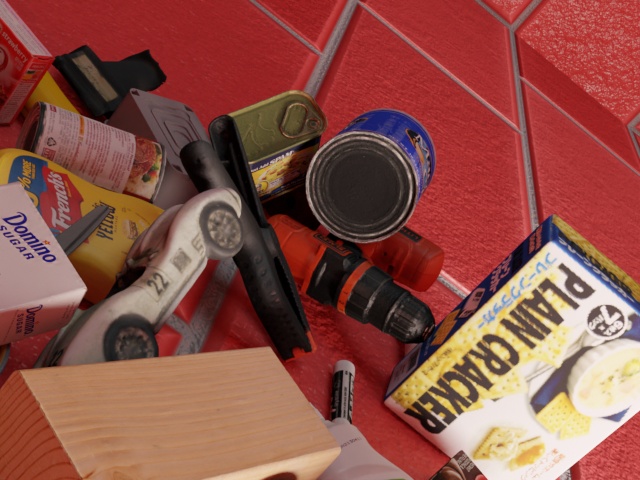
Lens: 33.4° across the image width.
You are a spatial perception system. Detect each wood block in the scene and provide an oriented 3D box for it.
[{"bbox_3d":[-0.095,0.128,0.624,0.205,0.090,0.091,2,46,-54],"label":"wood block"}]

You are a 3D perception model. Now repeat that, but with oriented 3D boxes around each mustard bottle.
[{"bbox_3d":[-0.194,-0.014,0.753,0.191,0.058,0.096,25,42,-30],"label":"mustard bottle"}]

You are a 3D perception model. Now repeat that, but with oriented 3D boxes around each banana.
[{"bbox_3d":[-0.225,-0.115,0.904,0.069,0.037,0.198,3,44,-53],"label":"banana"}]

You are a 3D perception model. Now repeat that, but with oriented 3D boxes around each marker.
[{"bbox_3d":[0.017,0.138,0.858,0.020,0.020,0.121,35,25,-15],"label":"marker"}]

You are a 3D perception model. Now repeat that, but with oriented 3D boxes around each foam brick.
[{"bbox_3d":[-0.028,-0.052,1.069,0.051,0.053,0.078,3,44,-54],"label":"foam brick"}]

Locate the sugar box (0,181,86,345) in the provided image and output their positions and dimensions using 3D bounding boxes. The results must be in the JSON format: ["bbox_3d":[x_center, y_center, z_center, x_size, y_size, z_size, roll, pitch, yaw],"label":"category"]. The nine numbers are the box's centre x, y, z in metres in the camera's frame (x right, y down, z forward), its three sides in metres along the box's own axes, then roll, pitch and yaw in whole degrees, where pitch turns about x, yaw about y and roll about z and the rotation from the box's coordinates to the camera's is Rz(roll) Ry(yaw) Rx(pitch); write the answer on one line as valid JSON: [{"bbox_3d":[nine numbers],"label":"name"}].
[{"bbox_3d":[-0.232,0.025,0.601,0.175,0.048,0.093,-13,58,-45],"label":"sugar box"}]

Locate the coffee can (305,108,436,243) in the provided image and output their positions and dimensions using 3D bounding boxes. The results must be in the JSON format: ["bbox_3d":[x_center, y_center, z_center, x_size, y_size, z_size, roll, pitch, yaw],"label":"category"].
[{"bbox_3d":[0.051,-0.064,1.010,0.103,0.103,0.140,41,20,0],"label":"coffee can"}]

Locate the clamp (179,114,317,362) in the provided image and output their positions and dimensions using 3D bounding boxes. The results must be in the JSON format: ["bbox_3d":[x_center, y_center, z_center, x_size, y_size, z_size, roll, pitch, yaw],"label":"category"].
[{"bbox_3d":[-0.056,0.001,0.845,0.164,0.036,0.210,-52,122,-80],"label":"clamp"}]

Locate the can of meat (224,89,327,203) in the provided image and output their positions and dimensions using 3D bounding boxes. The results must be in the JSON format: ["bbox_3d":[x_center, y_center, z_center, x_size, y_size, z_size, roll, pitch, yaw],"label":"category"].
[{"bbox_3d":[-0.049,-0.082,0.992,0.102,0.084,0.057,-24,64,-21],"label":"can of meat"}]

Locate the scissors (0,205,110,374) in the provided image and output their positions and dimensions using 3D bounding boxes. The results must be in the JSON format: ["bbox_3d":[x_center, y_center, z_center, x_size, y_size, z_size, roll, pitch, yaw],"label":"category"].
[{"bbox_3d":[-0.209,0.021,0.668,0.096,0.016,0.201,28,42,-9],"label":"scissors"}]

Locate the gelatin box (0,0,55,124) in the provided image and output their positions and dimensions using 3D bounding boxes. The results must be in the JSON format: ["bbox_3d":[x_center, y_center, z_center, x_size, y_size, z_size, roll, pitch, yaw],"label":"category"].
[{"bbox_3d":[-0.265,-0.149,0.858,0.089,0.073,0.030,49,25,16],"label":"gelatin box"}]

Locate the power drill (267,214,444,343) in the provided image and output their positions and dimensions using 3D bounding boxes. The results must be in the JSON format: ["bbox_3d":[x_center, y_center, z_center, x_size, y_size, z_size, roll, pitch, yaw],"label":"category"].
[{"bbox_3d":[0.051,0.027,1.009,0.184,0.057,0.187,33,18,19],"label":"power drill"}]

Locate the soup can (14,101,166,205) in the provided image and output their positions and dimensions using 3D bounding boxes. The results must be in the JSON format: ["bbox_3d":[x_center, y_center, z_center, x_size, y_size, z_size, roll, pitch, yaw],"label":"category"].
[{"bbox_3d":[-0.180,-0.060,0.827,0.102,0.069,0.068,18,32,-26],"label":"soup can"}]
